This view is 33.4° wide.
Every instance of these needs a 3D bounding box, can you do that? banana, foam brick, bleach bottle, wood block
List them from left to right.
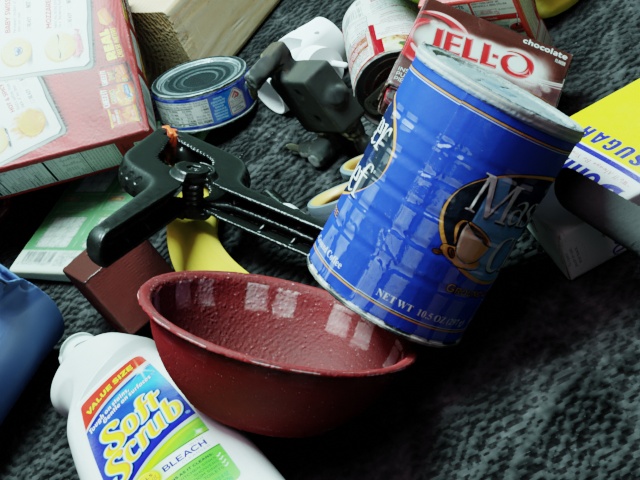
[{"bbox_3d":[-0.138,0.027,0.744,0.053,0.051,0.078,-42,20,-16],"label":"foam brick"},{"bbox_3d":[-0.104,0.125,0.628,0.102,0.068,0.251,-38,37,-14],"label":"bleach bottle"},{"bbox_3d":[-0.103,-0.241,1.007,0.091,0.090,0.205,7,50,36],"label":"wood block"},{"bbox_3d":[-0.072,0.007,0.756,0.069,0.037,0.198,-27,38,3],"label":"banana"}]

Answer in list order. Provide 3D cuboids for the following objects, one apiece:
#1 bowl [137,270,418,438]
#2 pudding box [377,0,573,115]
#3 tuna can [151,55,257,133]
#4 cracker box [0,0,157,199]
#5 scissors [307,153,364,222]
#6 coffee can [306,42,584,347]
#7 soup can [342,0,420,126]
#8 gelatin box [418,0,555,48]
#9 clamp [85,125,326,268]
[{"bbox_3d":[-0.029,0.068,0.609,0.162,0.055,0.162,12,13,-3],"label":"bowl"},{"bbox_3d":[0.106,-0.107,0.727,0.113,0.039,0.090,24,57,1],"label":"pudding box"},{"bbox_3d":[-0.099,-0.125,0.904,0.086,0.034,0.086,-11,30,6],"label":"tuna can"},{"bbox_3d":[-0.251,-0.124,0.876,0.213,0.072,0.164,-15,73,-1],"label":"cracker box"},{"bbox_3d":[0.062,-0.039,0.690,0.096,0.016,0.202,-36,20,-22],"label":"scissors"},{"bbox_3d":[0.068,-0.026,0.604,0.140,0.102,0.103,-62,36,17],"label":"coffee can"},{"bbox_3d":[0.054,-0.141,0.818,0.068,0.068,0.102,-20,39,11],"label":"soup can"},{"bbox_3d":[0.122,-0.154,0.772,0.073,0.089,0.030,0,56,32],"label":"gelatin box"},{"bbox_3d":[-0.096,-0.032,0.736,0.164,0.036,0.210,-2,26,-25],"label":"clamp"}]
